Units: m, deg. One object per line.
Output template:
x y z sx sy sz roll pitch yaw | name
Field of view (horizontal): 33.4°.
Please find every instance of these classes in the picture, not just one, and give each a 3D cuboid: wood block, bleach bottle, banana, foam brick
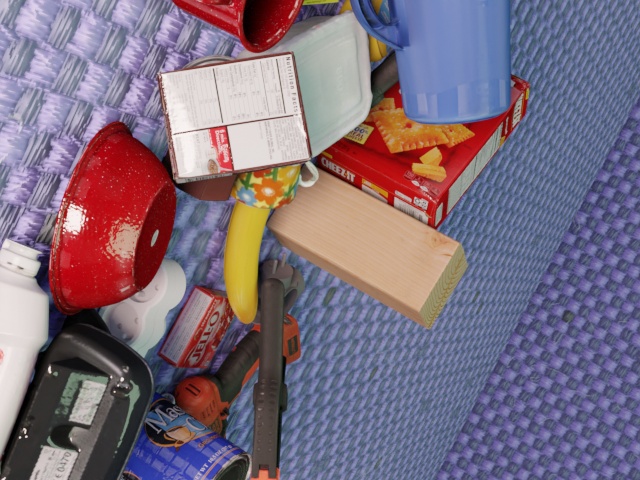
0.054 0.005 1.219 0.091 0.206 0.090 -58 159 -9 | wood block
-0.274 0.117 0.790 0.068 0.102 0.251 36 75 -79 | bleach bottle
-0.070 -0.004 1.128 0.069 0.037 0.198 8 103 -43 | banana
-0.102 -0.081 0.965 0.051 0.053 0.078 -10 126 -64 | foam brick

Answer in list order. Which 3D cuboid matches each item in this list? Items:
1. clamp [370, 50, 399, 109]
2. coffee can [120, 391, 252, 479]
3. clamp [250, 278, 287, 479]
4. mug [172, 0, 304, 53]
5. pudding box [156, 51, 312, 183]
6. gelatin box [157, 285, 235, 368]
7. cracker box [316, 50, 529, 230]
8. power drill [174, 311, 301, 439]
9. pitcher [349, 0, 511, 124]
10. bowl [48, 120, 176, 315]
0.056 -0.169 1.186 0.171 0.039 0.120 -37 -178 9 | clamp
-0.157 0.230 1.118 0.102 0.140 0.103 -48 156 -30 | coffee can
-0.053 0.168 1.149 0.164 0.036 0.210 89 3 -59 | clamp
-0.073 -0.202 0.831 0.117 0.082 0.093 -31 145 -52 | mug
-0.069 -0.099 0.857 0.039 0.113 0.090 -173 -106 -83 | pudding box
-0.130 0.096 1.161 0.089 0.030 0.073 -62 159 3 | gelatin box
0.121 -0.134 1.252 0.213 0.164 0.072 -50 159 -25 | cracker box
-0.099 0.178 1.301 0.187 0.057 0.184 -49 157 -28 | power drill
0.115 -0.239 1.040 0.144 0.149 0.243 -36 123 -62 | pitcher
-0.157 -0.011 0.857 0.162 0.055 0.162 17 89 -83 | bowl
